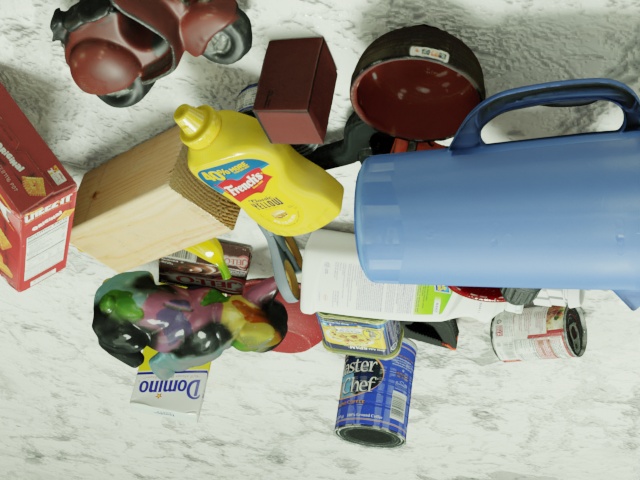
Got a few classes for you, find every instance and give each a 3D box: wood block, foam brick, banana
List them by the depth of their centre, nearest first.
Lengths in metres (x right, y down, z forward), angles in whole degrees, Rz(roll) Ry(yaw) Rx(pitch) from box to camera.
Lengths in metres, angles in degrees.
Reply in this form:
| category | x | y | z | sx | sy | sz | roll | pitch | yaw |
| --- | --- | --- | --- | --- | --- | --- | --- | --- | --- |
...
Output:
| category | x | y | z | sx | sy | sz | roll | pitch | yaw |
| --- | --- | --- | --- | --- | --- | --- | --- | --- | --- |
| foam brick | -0.021 | -0.130 | 0.932 | 0.053 | 0.078 | 0.051 | 2 | 153 | 20 |
| wood block | -0.176 | -0.044 | 1.135 | 0.090 | 0.090 | 0.207 | 36 | 145 | -31 |
| banana | -0.198 | -0.003 | 1.265 | 0.198 | 0.070 | 0.037 | 11 | -172 | 12 |

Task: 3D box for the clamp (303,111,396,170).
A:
| category | x | y | z | sx | sy | sz | roll | pitch | yaw |
| --- | --- | --- | --- | --- | --- | --- | --- | --- | --- |
| clamp | 0.060 | -0.083 | 1.040 | 0.120 | 0.039 | 0.172 | 20 | 152 | -23 |

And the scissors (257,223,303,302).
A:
| category | x | y | z | sx | sy | sz | roll | pitch | yaw |
| --- | --- | --- | --- | --- | --- | --- | --- | --- | --- |
| scissors | -0.058 | 0.001 | 1.198 | 0.016 | 0.096 | 0.201 | -14 | 150 | 15 |

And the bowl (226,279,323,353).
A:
| category | x | y | z | sx | sy | sz | roll | pitch | yaw |
| --- | --- | --- | --- | --- | --- | --- | --- | --- | --- |
| bowl | -0.053 | 0.111 | 1.446 | 0.162 | 0.055 | 0.162 | 8 | 153 | 4 |

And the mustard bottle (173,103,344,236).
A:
| category | x | y | z | sx | sy | sz | roll | pitch | yaw |
| --- | --- | --- | --- | --- | --- | --- | --- | --- | --- |
| mustard bottle | -0.068 | -0.072 | 1.006 | 0.096 | 0.058 | 0.191 | -11 | 146 | 36 |

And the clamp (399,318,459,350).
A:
| category | x | y | z | sx | sy | sz | roll | pitch | yaw |
| --- | --- | --- | --- | --- | --- | --- | --- | --- | --- |
| clamp | 0.096 | 0.087 | 1.367 | 0.165 | 0.036 | 0.209 | -13 | 142 | 41 |

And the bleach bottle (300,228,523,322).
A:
| category | x | y | z | sx | sy | sz | roll | pitch | yaw |
| --- | --- | --- | --- | --- | --- | --- | --- | --- | --- |
| bleach bottle | 0.106 | 0.054 | 1.222 | 0.251 | 0.068 | 0.103 | 10 | 124 | 10 |

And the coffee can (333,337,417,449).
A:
| category | x | y | z | sx | sy | sz | roll | pitch | yaw |
| --- | --- | --- | --- | --- | --- | --- | --- | --- | --- |
| coffee can | 0.078 | 0.212 | 1.505 | 0.103 | 0.140 | 0.103 | 8 | 154 | 4 |

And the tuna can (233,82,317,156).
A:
| category | x | y | z | sx | sy | sz | roll | pitch | yaw |
| --- | --- | --- | --- | --- | --- | --- | --- | --- | --- |
| tuna can | -0.042 | -0.114 | 1.019 | 0.086 | 0.033 | 0.086 | 8 | 153 | 4 |

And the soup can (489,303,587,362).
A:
| category | x | y | z | sx | sy | sz | roll | pitch | yaw |
| --- | --- | --- | --- | --- | --- | --- | --- | --- | --- |
| soup can | 0.271 | 0.116 | 1.329 | 0.102 | 0.068 | 0.068 | -10 | 148 | 35 |

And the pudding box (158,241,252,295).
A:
| category | x | y | z | sx | sy | sz | roll | pitch | yaw |
| --- | --- | --- | --- | --- | --- | --- | --- | --- | --- |
| pudding box | -0.146 | 0.031 | 1.337 | 0.113 | 0.039 | 0.090 | 12 | 155 | -3 |

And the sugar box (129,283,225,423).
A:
| category | x | y | z | sx | sy | sz | roll | pitch | yaw |
| --- | --- | --- | --- | --- | --- | --- | --- | --- | --- |
| sugar box | -0.190 | 0.149 | 1.431 | 0.093 | 0.176 | 0.048 | 10 | 154 | 0 |

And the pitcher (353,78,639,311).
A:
| category | x | y | z | sx | sy | sz | roll | pitch | yaw |
| --- | --- | --- | --- | --- | --- | --- | --- | --- | --- |
| pitcher | 0.153 | -0.032 | 0.866 | 0.243 | 0.149 | 0.145 | -2 | 152 | 13 |

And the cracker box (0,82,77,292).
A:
| category | x | y | z | sx | sy | sz | roll | pitch | yaw |
| --- | --- | --- | --- | --- | --- | --- | --- | --- | --- |
| cracker box | -0.329 | -0.058 | 1.096 | 0.164 | 0.072 | 0.214 | 52 | 154 | 9 |

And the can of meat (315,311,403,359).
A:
| category | x | y | z | sx | sy | sz | roll | pitch | yaw |
| --- | --- | --- | --- | --- | --- | --- | --- | --- | --- |
| can of meat | 0.047 | 0.098 | 1.316 | 0.102 | 0.057 | 0.084 | 6 | 145 | 16 |
